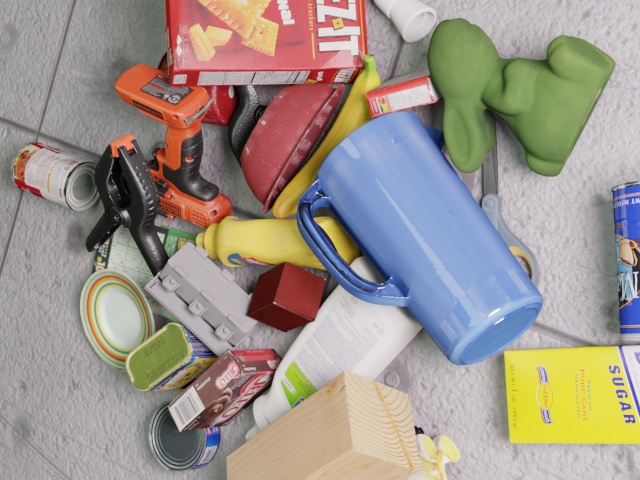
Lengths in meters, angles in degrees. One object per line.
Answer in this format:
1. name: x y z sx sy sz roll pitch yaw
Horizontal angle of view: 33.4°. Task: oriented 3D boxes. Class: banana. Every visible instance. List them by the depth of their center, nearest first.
1. banana: 0.014 -0.106 1.144 0.037 0.069 0.198 35 99 38

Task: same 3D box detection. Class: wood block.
1. wood block: -0.003 0.230 1.104 0.206 0.090 0.091 -41 39 35

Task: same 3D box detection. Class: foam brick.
1. foam brick: -0.038 0.062 1.160 0.078 0.053 0.051 -27 42 60

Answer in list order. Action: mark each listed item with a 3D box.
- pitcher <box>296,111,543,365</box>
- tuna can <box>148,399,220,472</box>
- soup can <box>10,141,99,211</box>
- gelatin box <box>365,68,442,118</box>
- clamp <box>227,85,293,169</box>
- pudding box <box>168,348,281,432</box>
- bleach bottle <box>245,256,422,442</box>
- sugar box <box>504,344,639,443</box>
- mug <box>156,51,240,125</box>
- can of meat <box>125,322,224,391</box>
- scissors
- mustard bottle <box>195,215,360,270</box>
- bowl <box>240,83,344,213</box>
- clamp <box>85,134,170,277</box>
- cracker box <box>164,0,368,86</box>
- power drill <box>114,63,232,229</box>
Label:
1. pitcher: 0.099 0.004 1.054 0.149 0.144 0.243 -46 63 23
2. tuna can: -0.161 0.231 1.270 0.086 0.033 0.086 -2 86 31
3. soup can: -0.340 -0.083 1.380 0.102 0.068 0.068 20 97 30
4. gelatin box: 0.098 -0.156 1.107 0.073 0.089 0.030 -10 104 30
5. clamp: -0.070 -0.150 1.211 0.120 0.039 0.171 18 97 -4
6. pudding box: -0.105 0.168 1.208 0.114 0.089 0.039 -41 66 23
7. bleach bottle: 0.000 0.138 1.164 0.251 0.068 0.103 -48 66 22
8. sugar box: 0.266 0.145 1.010 0.177 0.048 0.093 -7 83 32
9. mug: -0.131 -0.188 1.257 0.082 0.093 0.117 11 56 26
10. can of meat: -0.165 0.136 1.250 0.102 0.083 0.057 -37 69 24
11. scissors: 0.190 -0.026 1.084 0.096 0.016 0.202 15 95 34
12. mustard bottle: -0.058 0.002 1.186 0.192 0.096 0.058 2 85 31
13. bowl: -0.039 -0.110 1.141 0.055 0.162 0.162 32 105 1
14. clamp: -0.233 -0.034 1.263 0.165 0.036 0.210 22 132 33
15. cracker box: -0.061 -0.254 1.152 0.213 0.072 0.164 -2 85 -10
16. power drill: -0.188 -0.110 1.239 0.185 0.057 0.188 22 141 20
